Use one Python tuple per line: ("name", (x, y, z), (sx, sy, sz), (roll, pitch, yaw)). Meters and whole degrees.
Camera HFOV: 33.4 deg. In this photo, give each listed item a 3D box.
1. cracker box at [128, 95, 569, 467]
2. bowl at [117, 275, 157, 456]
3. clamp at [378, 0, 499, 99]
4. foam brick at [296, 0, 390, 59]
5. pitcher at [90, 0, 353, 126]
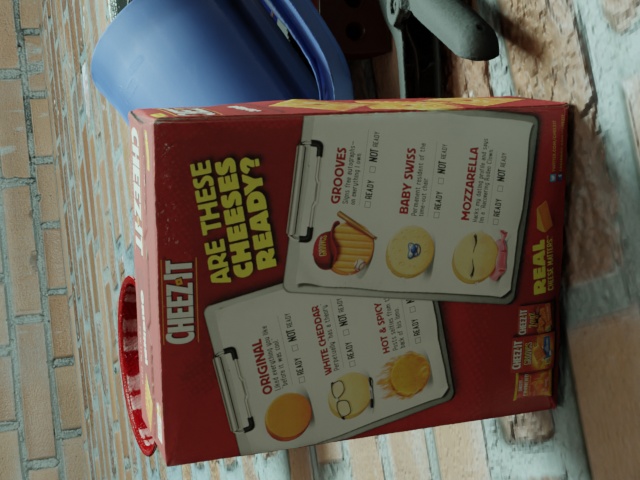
("cracker box", (0.016, 0.012, 0.540), (0.072, 0.213, 0.164), (-152, 59, -67))
("bowl", (-0.139, 0.109, 0.958), (0.162, 0.055, 0.162), (175, 90, -69))
("clamp", (0.064, -0.141, 0.631), (0.120, 0.039, 0.171), (132, 130, -62))
("foam brick", (0.014, -0.166, 0.741), (0.051, 0.053, 0.078), (-163, 69, -69))
("pitcher", (-0.036, -0.065, 0.717), (0.243, 0.145, 0.149), (53, 176, 17))
